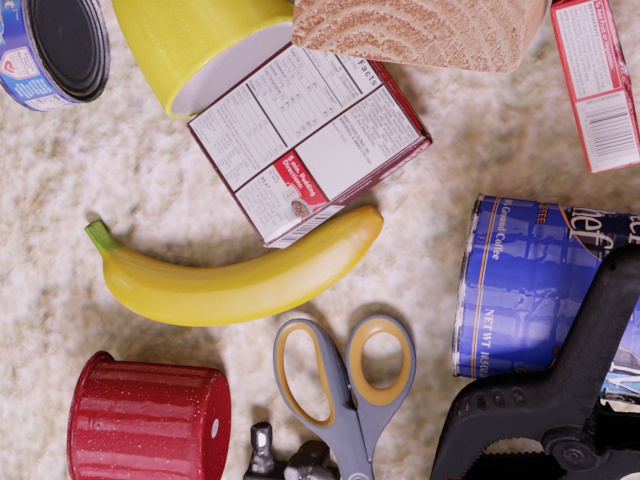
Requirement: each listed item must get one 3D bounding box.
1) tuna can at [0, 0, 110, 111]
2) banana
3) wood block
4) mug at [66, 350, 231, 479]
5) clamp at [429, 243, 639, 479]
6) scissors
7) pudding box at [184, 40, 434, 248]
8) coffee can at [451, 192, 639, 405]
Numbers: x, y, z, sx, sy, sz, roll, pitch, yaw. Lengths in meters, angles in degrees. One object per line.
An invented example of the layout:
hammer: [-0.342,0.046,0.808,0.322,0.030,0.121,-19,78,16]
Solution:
tuna can: [-0.158,-0.118,0.616,0.034,0.086,0.086,-10,104,19]
banana: [-0.056,0.019,0.656,0.198,0.037,0.069,-3,106,16]
wood block: [0.060,-0.139,0.485,0.090,0.206,0.091,9,109,12]
mug: [-0.103,0.126,0.682,0.081,0.093,0.117,3,138,9]
clamp: [0.125,0.084,0.525,0.210,0.036,0.164,-25,119,40]
scissors: [0.038,0.132,0.644,0.096,0.016,0.202,-27,82,5]
pudding box: [-0.007,-0.061,0.604,0.113,0.039,0.090,-35,82,13]
coffee can: [0.148,0.033,0.569,0.140,0.102,0.103,8,108,13]
